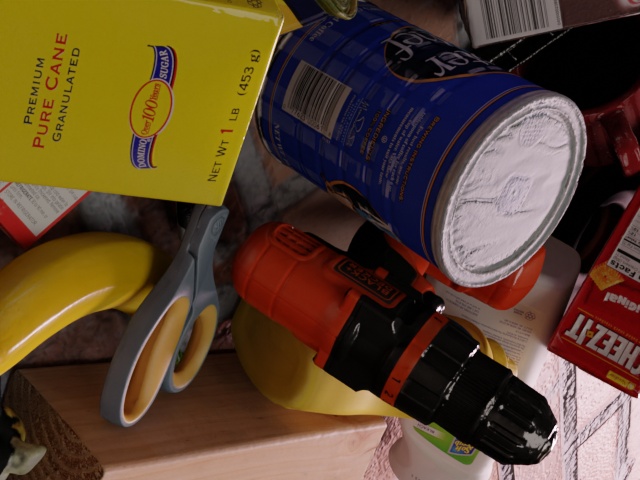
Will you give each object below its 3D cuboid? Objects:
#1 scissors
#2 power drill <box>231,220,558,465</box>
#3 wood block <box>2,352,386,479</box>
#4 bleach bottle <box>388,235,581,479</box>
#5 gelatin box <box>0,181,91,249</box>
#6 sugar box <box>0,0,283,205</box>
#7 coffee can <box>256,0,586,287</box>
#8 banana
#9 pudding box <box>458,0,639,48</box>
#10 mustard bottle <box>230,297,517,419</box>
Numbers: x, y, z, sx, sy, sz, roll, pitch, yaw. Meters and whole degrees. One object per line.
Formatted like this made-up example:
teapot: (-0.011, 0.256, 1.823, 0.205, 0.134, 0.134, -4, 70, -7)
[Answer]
scissors: (-0.054, 0.001, 0.537, 0.202, 0.016, 0.096, -64, 164, -4)
power drill: (0.065, 0.032, 0.591, 0.187, 0.184, 0.057, -33, 153, -60)
wood block: (-0.073, 0.124, 0.601, 0.205, 0.090, 0.091, 1, 117, -47)
bleach bottle: (0.097, 0.101, 0.769, 0.068, 0.103, 0.251, -46, 157, -54)
gelatin box: (-0.121, -0.052, 0.466, 0.089, 0.030, 0.073, -44, 140, -12)
sugar box: (-0.111, -0.067, 0.389, 0.176, 0.048, 0.093, 4, 129, -23)
coffee can: (0.049, -0.054, 0.551, 0.102, 0.140, 0.103, -26, 134, -31)
banana: (-0.108, 0.030, 0.500, 0.197, 0.037, 0.069, 7, 76, -68)
pudding box: (0.131, -0.135, 0.572, 0.113, 0.090, 0.039, -9, 104, 8)
mustard bottle: (0.047, 0.071, 0.648, 0.191, 0.096, 0.058, 12, 108, -35)
